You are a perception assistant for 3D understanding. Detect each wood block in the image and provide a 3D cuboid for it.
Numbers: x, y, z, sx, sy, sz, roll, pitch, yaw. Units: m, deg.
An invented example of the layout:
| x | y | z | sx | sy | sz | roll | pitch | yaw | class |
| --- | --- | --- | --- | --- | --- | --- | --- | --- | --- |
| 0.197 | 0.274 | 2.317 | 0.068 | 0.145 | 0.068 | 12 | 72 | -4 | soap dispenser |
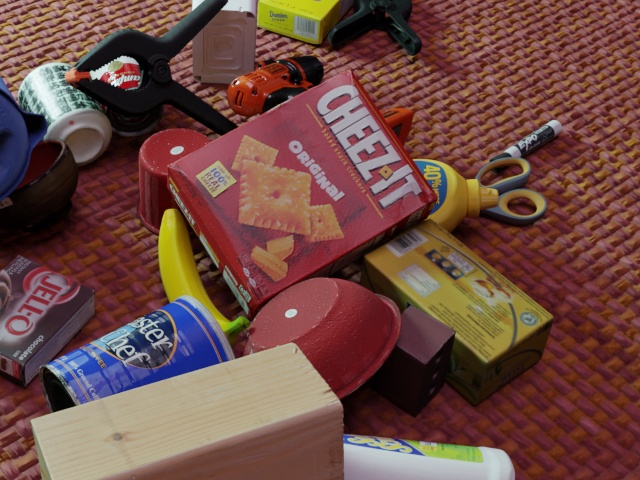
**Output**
| x | y | z | sx | sy | sz | roll | pitch | yaw | class |
| --- | --- | --- | --- | --- | --- | --- | --- | --- | --- |
| -0.094 | 0.158 | 0.780 | 0.205 | 0.090 | 0.091 | -14 | 32 | -20 | wood block |

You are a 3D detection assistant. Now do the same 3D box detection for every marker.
| x | y | z | sx | sy | sz | roll | pitch | yaw | class |
| --- | --- | --- | --- | --- | --- | --- | --- | --- | --- |
| 0.240 | -0.110 | 1.254 | 0.120 | 0.020 | 0.020 | -31 | 55 | -31 | marker |

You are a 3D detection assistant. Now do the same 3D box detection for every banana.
| x | y | z | sx | sy | sz | roll | pitch | yaw | class |
| --- | --- | --- | --- | --- | --- | --- | --- | --- | --- |
| -0.119 | 0.048 | 1.029 | 0.037 | 0.070 | 0.198 | 20 | 22 | -42 | banana |

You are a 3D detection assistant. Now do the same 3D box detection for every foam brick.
| x | y | z | sx | sy | sz | roll | pitch | yaw | class |
| --- | --- | --- | --- | --- | --- | --- | --- | --- | --- |
| 0.085 | 0.110 | 0.976 | 0.051 | 0.078 | 0.052 | 30 | 49 | 25 | foam brick |

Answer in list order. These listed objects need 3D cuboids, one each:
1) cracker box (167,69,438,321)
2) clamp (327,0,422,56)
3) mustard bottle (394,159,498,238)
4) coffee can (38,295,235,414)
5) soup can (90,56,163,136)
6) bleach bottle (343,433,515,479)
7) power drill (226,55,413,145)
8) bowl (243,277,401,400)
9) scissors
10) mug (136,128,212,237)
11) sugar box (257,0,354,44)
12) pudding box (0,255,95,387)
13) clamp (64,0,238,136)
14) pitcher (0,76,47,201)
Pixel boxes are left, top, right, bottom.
| x | y | z | sx | sy | sz | roll | pitch | yaw | class |
| --- | --- | --- | --- | --- | --- | --- | --- | --- | --- |
| -0.019 | -0.047 | 1.046 | 0.213 | 0.072 | 0.164 | -30 | 79 | -15 | cracker box |
| 0.070 | -0.298 | 1.414 | 0.120 | 0.039 | 0.171 | 7 | 39 | -5 | clamp |
| 0.091 | -0.043 | 1.129 | 0.191 | 0.058 | 0.096 | 0 | 50 | 3 | mustard bottle |
| -0.155 | 0.122 | 0.920 | 0.140 | 0.103 | 0.103 | -26 | 53 | -28 | coffee can |
| -0.227 | -0.178 | 1.242 | 0.068 | 0.068 | 0.102 | -11 | 46 | -17 | soup can |
| 0.027 | 0.190 | 0.879 | 0.251 | 0.068 | 0.102 | 8 | 1 | 4 | bleach bottle |
| 0.009 | -0.155 | 1.233 | 0.188 | 0.057 | 0.184 | 25 | 31 | 19 | power drill |
| -0.011 | 0.083 | 0.950 | 0.162 | 0.055 | 0.162 | -26 | 25 | 13 | bowl |
| 0.164 | -0.028 | 1.167 | 0.201 | 0.016 | 0.096 | -32 | 63 | -23 | scissors |
| -0.138 | -0.060 | 1.121 | 0.117 | 0.081 | 0.093 | 15 | 45 | 10 | mug |
| -0.005 | -0.333 | 1.437 | 0.093 | 0.048 | 0.176 | 20 | 47 | 14 | sugar box |
| -0.279 | 0.074 | 1.002 | 0.090 | 0.039 | 0.113 | 22 | 47 | 15 | pudding box |
| -0.176 | -0.178 | 1.181 | 0.209 | 0.164 | 0.036 | -18 | 11 | -33 | clamp |
| -0.382 | -0.124 | 1.085 | 0.149 | 0.145 | 0.243 | 32 | 6 | -27 | pitcher |
